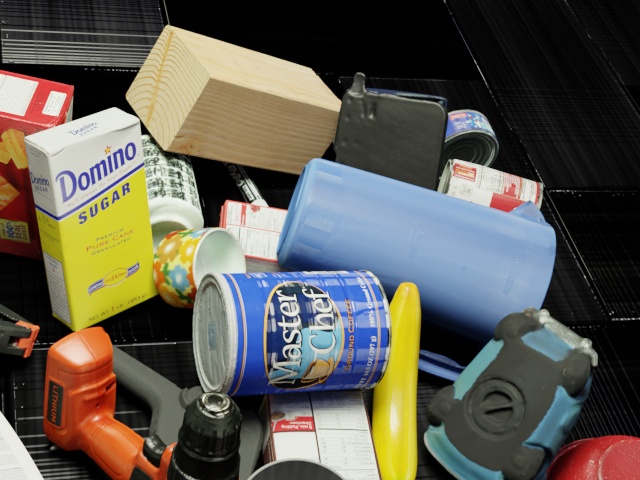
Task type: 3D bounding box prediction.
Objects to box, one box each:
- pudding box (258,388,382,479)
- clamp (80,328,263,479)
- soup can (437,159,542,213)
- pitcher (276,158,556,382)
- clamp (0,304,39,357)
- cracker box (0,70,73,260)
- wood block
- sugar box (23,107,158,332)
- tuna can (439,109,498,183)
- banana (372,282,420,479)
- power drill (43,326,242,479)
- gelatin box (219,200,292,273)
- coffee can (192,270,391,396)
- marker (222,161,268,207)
[{"bbox_3d":[-0.001,0.177,0.891,0.090,0.039,0.113,3,47,-14],"label":"pudding box"},{"bbox_3d":[-0.115,0.139,0.896,0.164,0.036,0.210,-3,44,-18],"label":"clamp"},{"bbox_3d":[0.178,-0.043,1.143,0.102,0.069,0.068,16,44,-1],"label":"soup can"},{"bbox_3d":[0.083,0.020,0.999,0.242,0.145,0.149,18,36,-5],"label":"pitcher"},{"bbox_3d":[-0.324,0.058,0.885,0.171,0.039,0.120,19,16,4],"label":"clamp"},{"bbox_3d":[-0.336,-0.077,0.954,0.213,0.164,0.072,11,42,-6],"label":"cracker box"},{"bbox_3d":[-0.080,-0.137,1.085,0.205,0.091,0.090,6,37,-49],"label":"wood block"},{"bbox_3d":[-0.195,-0.017,0.926,0.093,0.176,0.048,-27,40,-36],"label":"sugar box"},{"bbox_3d":[0.153,-0.102,1.182,0.086,0.086,0.034,-3,49,-19],"label":"tuna can"},{"bbox_3d":[0.070,0.136,0.918,0.037,0.070,0.198,12,60,-18],"label":"banana"},{"bbox_3d":[-0.132,0.146,0.792,0.057,0.185,0.188,-19,45,-40],"label":"power drill"},{"bbox_3d":[-0.057,0.001,1.056,0.089,0.030,0.073,9,45,-9],"label":"gelatin box"},{"bbox_3d":[-0.026,0.076,0.890,0.140,0.103,0.103,0,46,-23],"label":"coffee can"},{"bbox_3d":[-0.085,-0.067,1.124,0.020,0.020,0.121,-12,51,-26],"label":"marker"}]
